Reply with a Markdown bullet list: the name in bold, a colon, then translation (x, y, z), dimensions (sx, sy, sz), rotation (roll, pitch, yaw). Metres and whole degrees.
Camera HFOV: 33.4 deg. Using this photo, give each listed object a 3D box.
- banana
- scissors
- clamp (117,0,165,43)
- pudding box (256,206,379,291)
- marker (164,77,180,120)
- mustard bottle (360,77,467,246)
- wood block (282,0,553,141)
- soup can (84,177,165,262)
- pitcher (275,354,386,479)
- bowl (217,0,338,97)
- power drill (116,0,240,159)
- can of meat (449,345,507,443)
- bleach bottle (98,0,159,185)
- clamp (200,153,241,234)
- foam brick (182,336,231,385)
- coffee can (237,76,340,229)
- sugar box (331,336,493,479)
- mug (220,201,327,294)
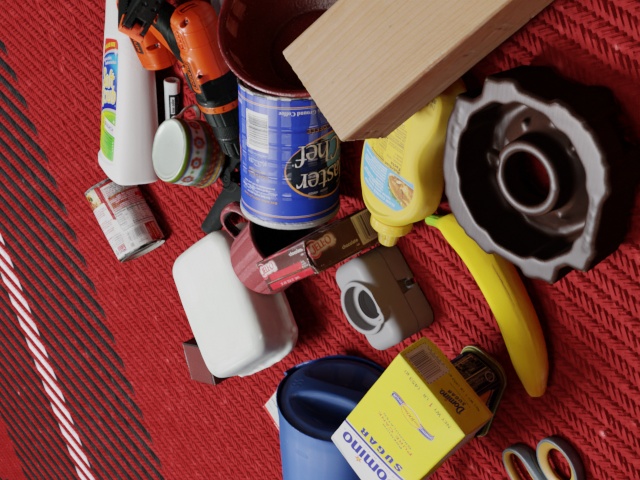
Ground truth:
- **banana**: translation (0.162, 0.049, 0.967), dimensions (0.198, 0.037, 0.070), rotation (62, 169, 8)
- **scissors**: translation (0.249, 0.263, 0.995), dimensions (0.202, 0.016, 0.096), rotation (48, 140, 21)
- **clamp**: translation (-0.156, -0.299, 1.066), dimensions (0.165, 0.036, 0.210), rotation (-19, 54, 49)
- **pudding box**: translation (0.004, 0.006, 1.065), dimensions (0.090, 0.113, 0.039), rotation (-23, 92, 53)
- **marker**: translation (-0.177, -0.137, 1.281), dimensions (0.020, 0.020, 0.121), rotation (32, 132, 36)
- **mustard bottle**: translation (0.077, -0.074, 0.976), dimensions (0.096, 0.058, 0.192), rotation (46, 140, 39)
- **wood block**: translation (0.084, -0.174, 0.824), dimensions (0.206, 0.090, 0.091), rotation (-39, 78, 27)
- **soup can**: translation (-0.254, -0.030, 1.394), dimensions (0.069, 0.068, 0.102), rotation (-32, 85, 53)
- **pitcher**: translation (0.024, 0.261, 1.176), dimensions (0.145, 0.149, 0.243), rotation (2, 125, 3)
- **bowl**: translation (-0.010, -0.189, 0.972), dimensions (0.162, 0.162, 0.055), rotation (45, 172, 24)
- **power drill**: translation (-0.140, -0.190, 1.140), dimensions (0.188, 0.057, 0.184), rotation (39, 154, 45)
- **can of meat**: translation (0.124, 0.163, 1.033), dimensions (0.057, 0.083, 0.102), rotation (40, 136, 30)
- **bleach bottle**: translation (-0.229, -0.198, 1.271), dimensions (0.103, 0.068, 0.251), rotation (-134, 42, -54)
- **clamp**: translation (-0.096, -0.062, 1.207), dimensions (0.172, 0.039, 0.120), rotation (8, 113, 51)
- **foam brick**: translation (-0.121, 0.138, 1.320), dimensions (0.051, 0.078, 0.053), rotation (3, 110, 50)
- **coffee can**: translation (-0.030, -0.096, 1.058), dimensions (0.103, 0.102, 0.140), rotation (28, 129, 39)
- **sugar box**: translation (0.079, 0.173, 0.984), dimensions (0.093, 0.048, 0.176), rotation (51, 140, 18)
- **mug**: translation (-0.058, 0.001, 1.149), dimensions (0.117, 0.093, 0.082), rotation (34, 147, -8)
